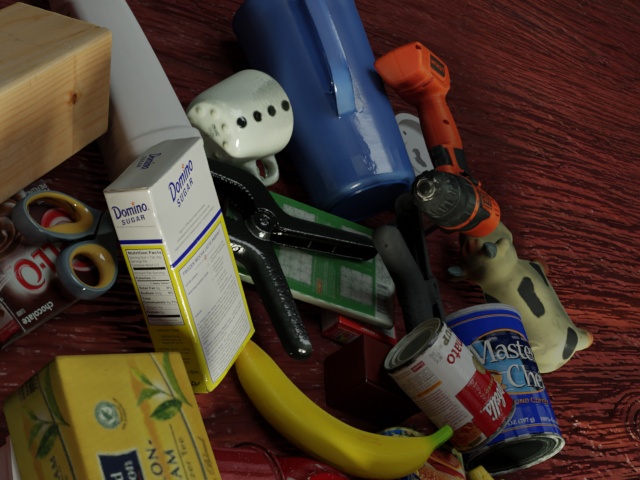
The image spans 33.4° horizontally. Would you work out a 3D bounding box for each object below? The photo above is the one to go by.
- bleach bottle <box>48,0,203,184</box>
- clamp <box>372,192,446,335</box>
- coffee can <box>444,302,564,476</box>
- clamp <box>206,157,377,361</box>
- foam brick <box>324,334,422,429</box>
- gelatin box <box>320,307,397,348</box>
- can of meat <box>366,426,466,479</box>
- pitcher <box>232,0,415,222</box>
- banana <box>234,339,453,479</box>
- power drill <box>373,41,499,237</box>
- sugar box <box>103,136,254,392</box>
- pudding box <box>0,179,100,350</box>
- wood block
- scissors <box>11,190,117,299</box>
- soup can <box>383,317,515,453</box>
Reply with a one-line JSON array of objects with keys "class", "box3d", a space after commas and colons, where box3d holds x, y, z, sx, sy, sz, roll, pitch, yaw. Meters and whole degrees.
[{"class": "bleach bottle", "box3d": [-0.180, -0.160, 0.906, 0.068, 0.103, 0.251, -15, 70, -28]}, {"class": "clamp", "box3d": [0.086, 0.045, 0.988, 0.120, 0.039, 0.171, -25, 100, -64]}, {"class": "coffee can", "box3d": [0.167, 0.146, 1.044, 0.102, 0.103, 0.140, 16, 49, -42]}, {"class": "clamp", "box3d": [-0.056, 0.001, 0.935, 0.210, 0.036, 0.164, 35, 43, -8]}, {"class": "foam brick", "box3d": [0.049, 0.129, 0.964, 0.078, 0.053, 0.051, 28, 41, -34]}, {"class": "gelatin box", "box3d": [0.035, 0.061, 1.028, 0.073, 0.030, 0.089, 25, 42, -31]}, {"class": "can of meat", "box3d": [0.085, 0.218, 0.925, 0.102, 0.058, 0.084, 29, 38, -32]}, {"class": "pitcher", "box3d": [0.008, -0.148, 1.089, 0.149, 0.145, 0.243, 3, 60, -53]}, {"class": "banana", "box3d": [0.007, 0.149, 0.877, 0.198, 0.037, 0.069, 24, 58, -1]}, {"class": "power drill", "box3d": [0.111, -0.097, 1.051, 0.184, 0.057, 0.188, 20, 51, -66]}, {"class": "sugar box", "box3d": [-0.104, 0.019, 0.813, 0.093, 0.048, 0.176, -56, 136, -56]}, {"class": "pudding box", "box3d": [-0.213, 0.016, 0.764, 0.090, 0.039, 0.113, 52, 33, -2]}, {"class": "wood block", "box3d": [-0.240, -0.090, 0.753, 0.090, 0.091, 0.205, 18, 32, 14]}, {"class": "scissors", "box3d": [-0.152, 0.001, 0.815, 0.201, 0.016, 0.096, 5, 55, -60]}, {"class": "soup can", "box3d": [0.112, 0.126, 0.934, 0.102, 0.069, 0.068, 48, 34, -9]}]
